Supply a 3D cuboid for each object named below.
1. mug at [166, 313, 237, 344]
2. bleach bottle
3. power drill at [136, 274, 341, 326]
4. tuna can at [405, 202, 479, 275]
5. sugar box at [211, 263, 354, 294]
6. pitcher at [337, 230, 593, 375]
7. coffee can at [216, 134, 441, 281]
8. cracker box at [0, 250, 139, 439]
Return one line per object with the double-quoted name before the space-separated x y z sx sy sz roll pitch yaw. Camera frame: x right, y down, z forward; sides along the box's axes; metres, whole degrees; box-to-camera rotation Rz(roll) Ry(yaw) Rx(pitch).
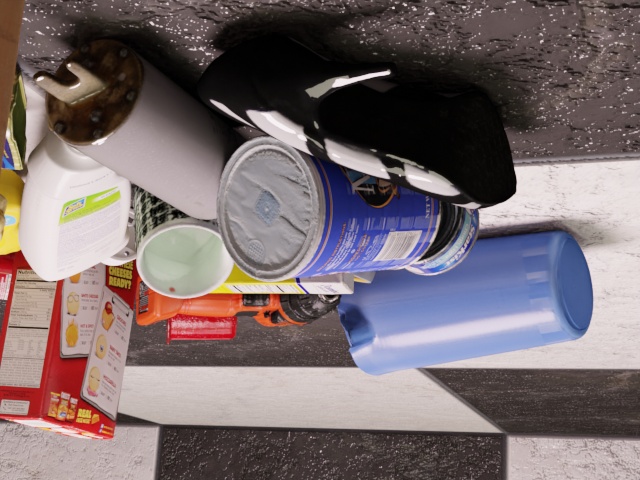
"mug" -0.143 0.074 1.285 0.081 0.093 0.117 1 -164 -8
"bleach bottle" -0.196 -0.045 0.884 0.102 0.068 0.251 -30 171 -25
"power drill" -0.088 0.061 1.109 0.187 0.057 0.185 5 168 -22
"tuna can" 0.088 -0.016 0.900 0.086 0.086 0.033 -6 160 31
"sugar box" -0.056 0.001 0.979 0.176 0.093 0.048 -2 163 17
"pitcher" 0.152 0.058 1.101 0.243 0.149 0.144 -11 144 33
"coffee can" 0.008 -0.025 0.792 0.103 0.103 0.140 -11 175 42
"cracker box" -0.266 0.093 1.124 0.072 0.213 0.164 1 164 16
